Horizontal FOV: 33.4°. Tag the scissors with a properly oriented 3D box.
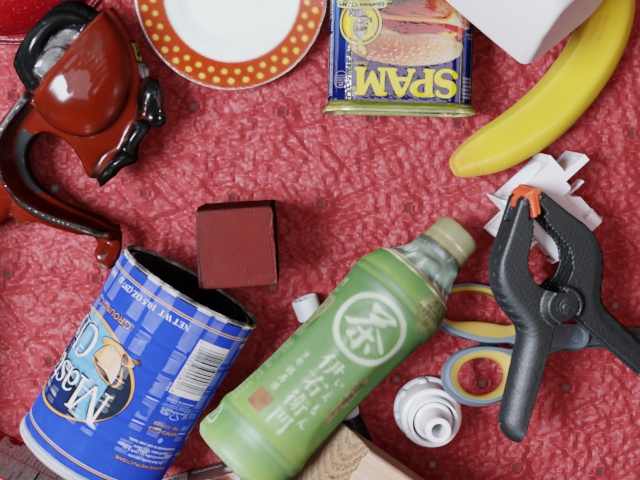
[{"bbox_3d":[0.169,0.085,0.756,0.201,0.016,0.096,16,70,-4],"label":"scissors"}]

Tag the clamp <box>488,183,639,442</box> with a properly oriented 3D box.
[{"bbox_3d":[0.150,0.050,0.715,0.120,0.039,0.171,-29,101,-13],"label":"clamp"}]

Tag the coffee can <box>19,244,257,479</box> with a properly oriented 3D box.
[{"bbox_3d":[-0.121,0.088,0.714,0.103,0.103,0.140,31,94,-6],"label":"coffee can"}]

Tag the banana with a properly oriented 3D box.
[{"bbox_3d":[0.163,-0.118,0.733,0.069,0.037,0.198,30,91,-7],"label":"banana"}]

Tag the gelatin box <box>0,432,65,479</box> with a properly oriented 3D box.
[{"bbox_3d":[-0.213,0.166,0.734,0.089,0.073,0.030,28,94,-5],"label":"gelatin box"}]

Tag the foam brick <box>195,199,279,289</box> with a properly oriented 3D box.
[{"bbox_3d":[-0.055,0.001,0.720,0.051,0.078,0.053,-3,97,-1],"label":"foam brick"}]

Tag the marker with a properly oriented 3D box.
[{"bbox_3d":[0.009,0.097,0.763,0.020,0.020,0.121,-21,97,0],"label":"marker"}]

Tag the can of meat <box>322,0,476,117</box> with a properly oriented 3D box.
[{"bbox_3d":[0.054,-0.127,0.721,0.102,0.057,0.084,1,94,-3],"label":"can of meat"}]
